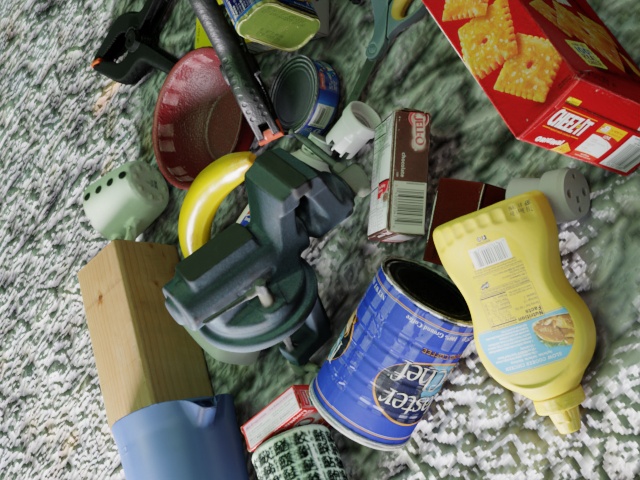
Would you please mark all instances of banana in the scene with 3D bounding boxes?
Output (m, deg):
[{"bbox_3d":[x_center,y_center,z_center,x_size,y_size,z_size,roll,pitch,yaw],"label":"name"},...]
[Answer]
[{"bbox_3d":[-0.117,-0.031,1.154,0.069,0.037,0.198,25,132,6],"label":"banana"}]

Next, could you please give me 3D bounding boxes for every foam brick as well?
[{"bbox_3d":[0.131,-0.012,0.931,0.053,0.051,0.078,15,95,47],"label":"foam brick"}]

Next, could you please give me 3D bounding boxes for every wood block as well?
[{"bbox_3d":[-0.202,0.112,1.225,0.091,0.090,0.206,-37,59,37],"label":"wood block"}]

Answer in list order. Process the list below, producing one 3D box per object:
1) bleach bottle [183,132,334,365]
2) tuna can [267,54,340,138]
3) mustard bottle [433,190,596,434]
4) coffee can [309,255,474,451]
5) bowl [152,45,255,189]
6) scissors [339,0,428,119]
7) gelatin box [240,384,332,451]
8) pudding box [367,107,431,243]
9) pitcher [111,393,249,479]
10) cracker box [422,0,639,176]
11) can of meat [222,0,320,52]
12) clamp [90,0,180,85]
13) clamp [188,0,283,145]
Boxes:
[{"bbox_3d":[-0.057,0.001,1.115,0.103,0.067,0.251,41,110,44],"label":"bleach bottle"},{"bbox_3d":[-0.017,-0.147,1.108,0.086,0.033,0.086,-16,70,50],"label":"tuna can"},{"bbox_3d":[0.167,0.063,0.856,0.096,0.058,0.191,-22,88,30],"label":"mustard bottle"},{"bbox_3d":[0.066,0.099,0.943,0.103,0.102,0.140,46,116,39],"label":"coffee can"},{"bbox_3d":[-0.121,-0.133,1.202,0.162,0.055,0.162,-9,78,44],"label":"bowl"},{"bbox_3d":[0.051,-0.207,1.067,0.202,0.016,0.096,-52,50,27],"label":"scissors"},{"bbox_3d":[-0.022,0.175,1.043,0.089,0.073,0.030,-43,55,32],"label":"gelatin box"},{"bbox_3d":[0.072,-0.057,0.978,0.090,0.039,0.113,150,126,-81],"label":"pudding box"},{"bbox_3d":[-0.131,0.291,1.106,0.145,0.149,0.243,-19,70,6],"label":"pitcher"},{"bbox_3d":[0.169,-0.161,0.835,0.072,0.163,0.214,-45,55,29],"label":"cracker box"},{"bbox_3d":[-0.054,-0.242,1.060,0.058,0.101,0.084,-39,63,30],"label":"can of meat"},{"bbox_3d":[-0.219,-0.242,1.331,0.210,0.036,0.164,-26,66,43],"label":"clamp"},{"bbox_3d":[-0.083,-0.182,1.100,0.039,0.120,0.171,-21,97,14],"label":"clamp"}]
